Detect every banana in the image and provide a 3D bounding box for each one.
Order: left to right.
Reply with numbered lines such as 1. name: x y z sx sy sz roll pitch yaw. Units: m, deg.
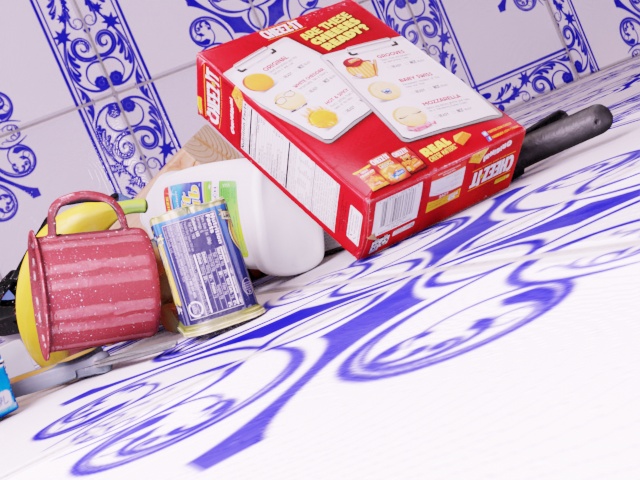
1. banana: -0.202 0.035 0.835 0.198 0.069 0.037 -57 18 33

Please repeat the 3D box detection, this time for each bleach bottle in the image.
1. bleach bottle: -0.096 -0.019 0.971 0.067 0.102 0.251 -10 4 -34

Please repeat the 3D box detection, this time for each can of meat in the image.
1. can of meat: -0.082 0.017 0.743 0.057 0.084 0.102 -18 2 -11

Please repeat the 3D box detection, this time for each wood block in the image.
1. wood block: -0.169 -0.018 1.171 0.206 0.091 0.090 -43 10 24

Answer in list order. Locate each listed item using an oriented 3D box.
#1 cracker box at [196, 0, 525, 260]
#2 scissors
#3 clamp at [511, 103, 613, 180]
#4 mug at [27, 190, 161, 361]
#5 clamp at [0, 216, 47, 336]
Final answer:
1. cracker box: 0.027 -0.094 0.849 0.163 0.214 0.072 -26 -38 -30
2. scissors: -0.158 0.087 0.792 0.202 0.016 0.096 -18 3 29
3. clamp: 0.163 -0.071 0.903 0.171 0.039 0.120 -30 0 -10
4. mug: -0.162 0.022 0.760 0.081 0.117 0.093 -7 7 -20
5. clamp: -0.326 0.045 1.168 0.164 0.036 0.210 -49 26 -11
